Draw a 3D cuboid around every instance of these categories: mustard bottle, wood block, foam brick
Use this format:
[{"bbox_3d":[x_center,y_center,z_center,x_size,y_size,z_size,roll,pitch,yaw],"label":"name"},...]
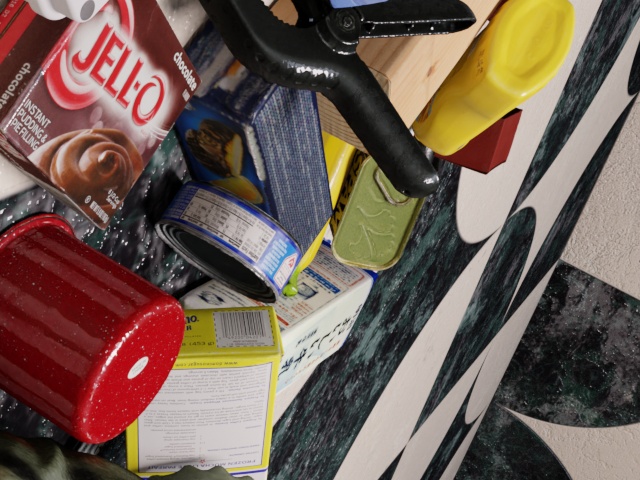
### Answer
[{"bbox_3d":[0.115,-0.115,0.812,0.096,0.058,0.192,-60,-172,-22],"label":"mustard bottle"},{"bbox_3d":[0.060,-0.167,0.693,0.206,0.090,0.091,-54,162,-23],"label":"wood block"},{"bbox_3d":[0.140,-0.096,0.947,0.078,0.053,0.051,-31,139,-64],"label":"foam brick"}]

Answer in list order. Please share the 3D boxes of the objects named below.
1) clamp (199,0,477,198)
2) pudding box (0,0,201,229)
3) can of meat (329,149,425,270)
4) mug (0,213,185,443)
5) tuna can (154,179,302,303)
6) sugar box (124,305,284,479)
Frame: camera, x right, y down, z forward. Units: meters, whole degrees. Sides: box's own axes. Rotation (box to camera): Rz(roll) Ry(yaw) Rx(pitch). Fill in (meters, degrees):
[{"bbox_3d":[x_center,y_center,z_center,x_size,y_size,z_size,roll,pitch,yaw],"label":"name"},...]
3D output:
[{"bbox_3d":[0.007,-0.095,0.544,0.039,0.171,0.120,-31,-131,54],"label":"clamp"},{"bbox_3d":[-0.103,-0.067,0.468,0.090,0.039,0.113,-58,163,-12],"label":"pudding box"},{"bbox_3d":[0.040,-0.043,0.828,0.084,0.057,0.102,-104,-150,-56],"label":"can of meat"},{"bbox_3d":[-0.121,0.052,0.533,0.093,0.081,0.117,-53,161,-26],"label":"mug"},{"bbox_3d":[-0.054,0.001,0.638,0.033,0.086,0.086,-58,163,-16],"label":"tuna can"},{"bbox_3d":[-0.078,0.117,0.674,0.048,0.093,0.176,-101,-165,-44],"label":"sugar box"}]
